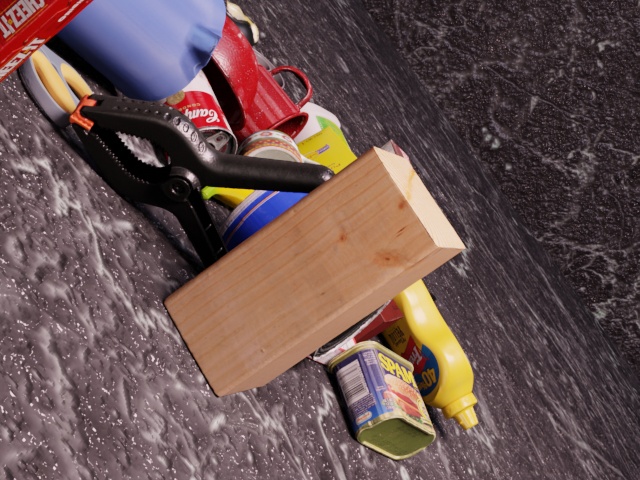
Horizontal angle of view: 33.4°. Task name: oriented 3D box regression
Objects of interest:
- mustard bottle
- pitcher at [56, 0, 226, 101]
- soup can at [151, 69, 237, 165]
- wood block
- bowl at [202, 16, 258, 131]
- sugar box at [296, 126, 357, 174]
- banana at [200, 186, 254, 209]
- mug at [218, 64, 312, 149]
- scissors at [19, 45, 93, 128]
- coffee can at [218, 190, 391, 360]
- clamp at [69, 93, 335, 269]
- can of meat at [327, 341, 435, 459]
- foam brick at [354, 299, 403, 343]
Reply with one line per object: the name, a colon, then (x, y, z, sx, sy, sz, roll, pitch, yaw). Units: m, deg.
mustard bottle: (0.122, 0.128, 1.216, 0.058, 0.096, 0.192, -23, 74, -28)
pitcher: (-0.207, -0.234, 0.920, 0.242, 0.149, 0.145, 38, 34, -53)
soup can: (-0.128, -0.119, 1.026, 0.068, 0.068, 0.102, 32, 26, -53)
wood block: (-0.005, 0.027, 0.827, 0.090, 0.206, 0.090, 58, 17, 13)
bowl: (-0.115, -0.191, 1.099, 0.162, 0.055, 0.162, 43, -16, 15)
sugar box: (0.011, -0.052, 1.174, 0.176, 0.093, 0.048, 53, -9, 51)
banana: (-0.056, -0.016, 1.094, 0.197, 0.037, 0.069, 40, 51, -34)
mug: (-0.064, -0.151, 1.201, 0.081, 0.117, 0.093, 52, 3, 10)
scissors: (-0.243, -0.173, 0.902, 0.202, 0.016, 0.096, 61, 15, 21)
coffee can: (-0.013, 0.023, 0.963, 0.140, 0.103, 0.102, 48, 14, 14)
clamp: (-0.112, -0.044, 0.873, 0.210, 0.165, 0.036, 28, 38, -11)
can of meat: (0.061, 0.156, 1.031, 0.102, 0.057, 0.084, 35, 27, -48)
foam brick: (0.048, 0.078, 1.163, 0.053, 0.051, 0.078, 59, 16, 11)
